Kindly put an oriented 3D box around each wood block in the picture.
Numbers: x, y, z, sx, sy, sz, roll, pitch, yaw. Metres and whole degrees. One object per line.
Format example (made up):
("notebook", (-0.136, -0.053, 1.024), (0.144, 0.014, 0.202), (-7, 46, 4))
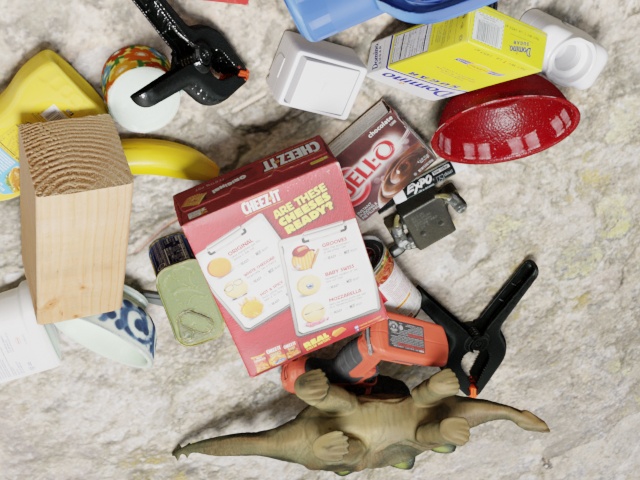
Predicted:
("wood block", (-0.242, -0.017, 1.046), (0.090, 0.091, 0.206), (-10, 146, -21))

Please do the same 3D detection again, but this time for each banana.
("banana", (-0.203, -0.076, 1.102), (0.197, 0.037, 0.070), (-11, 146, -10))

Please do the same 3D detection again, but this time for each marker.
("marker", (0.112, -0.063, 1.227), (0.121, 0.020, 0.020), (-28, 127, 1))

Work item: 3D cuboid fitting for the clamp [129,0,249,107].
("clamp", (-0.127, -0.164, 1.013), (0.039, 0.120, 0.171), (-3, 165, 34))

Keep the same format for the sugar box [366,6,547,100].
("sugar box", (0.131, -0.183, 1.062), (0.093, 0.177, 0.048), (16, 77, -27))

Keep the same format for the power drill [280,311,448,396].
("power drill", (0.070, 0.154, 1.292), (0.184, 0.057, 0.188), (14, 146, -29))

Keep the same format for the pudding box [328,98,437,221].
("pudding box", (0.057, -0.088, 1.179), (0.113, 0.039, 0.090), (-42, 126, 11))

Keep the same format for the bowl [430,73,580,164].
("bowl", (0.196, -0.140, 1.155), (0.162, 0.055, 0.162), (-6, 160, -2))

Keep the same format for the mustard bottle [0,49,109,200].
("mustard bottle", (-0.304, -0.093, 1.037), (0.192, 0.058, 0.096), (-37, 133, 7))

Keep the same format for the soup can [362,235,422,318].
("soup can", (0.069, 0.051, 1.260), (0.068, 0.068, 0.102), (-35, 128, 6))

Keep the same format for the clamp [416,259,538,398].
("clamp", (0.205, 0.116, 1.371), (0.164, 0.036, 0.210), (-17, 129, -7))

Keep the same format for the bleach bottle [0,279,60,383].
("bleach bottle", (-0.415, 0.125, 1.146), (0.250, 0.068, 0.102), (-16, 127, -5))

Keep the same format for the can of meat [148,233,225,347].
("can of meat", (-0.148, 0.052, 1.166), (0.057, 0.084, 0.102), (-20, 117, -8))

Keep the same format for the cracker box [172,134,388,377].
("cracker box", (-0.037, 0.019, 1.095), (0.164, 0.072, 0.213), (-23, 126, -4))

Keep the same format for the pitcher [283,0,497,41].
("pitcher", (0.077, -0.273, 0.987), (0.243, 0.149, 0.145), (-25, 110, 7))
